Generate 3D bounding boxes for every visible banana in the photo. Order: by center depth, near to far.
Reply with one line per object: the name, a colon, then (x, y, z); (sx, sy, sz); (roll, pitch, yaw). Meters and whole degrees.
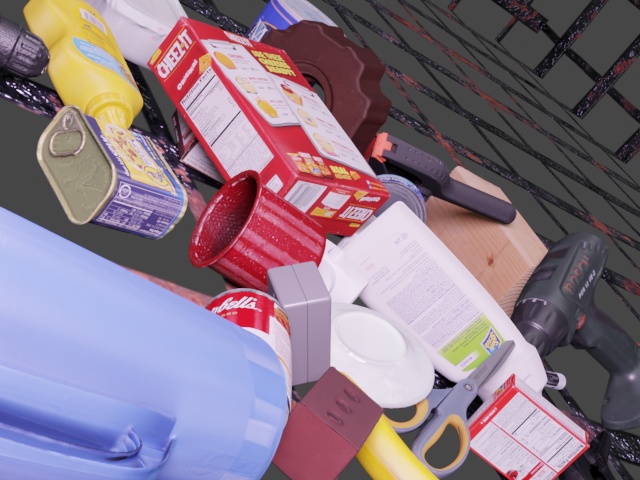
banana: (0.070, 0.177, 0.797); (0.198, 0.037, 0.069); (43, 15, 10)

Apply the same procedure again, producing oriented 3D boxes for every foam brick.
foam brick: (0.002, 0.133, 0.748); (0.053, 0.051, 0.078); (40, 20, 4)

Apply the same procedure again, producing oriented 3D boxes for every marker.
marker: (0.230, 0.147, 1.165); (0.120, 0.020, 0.020); (18, 29, -46)

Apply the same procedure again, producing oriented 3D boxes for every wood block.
wood block: (0.212, 0.012, 1.319); (0.090, 0.091, 0.206); (24, 26, -36)

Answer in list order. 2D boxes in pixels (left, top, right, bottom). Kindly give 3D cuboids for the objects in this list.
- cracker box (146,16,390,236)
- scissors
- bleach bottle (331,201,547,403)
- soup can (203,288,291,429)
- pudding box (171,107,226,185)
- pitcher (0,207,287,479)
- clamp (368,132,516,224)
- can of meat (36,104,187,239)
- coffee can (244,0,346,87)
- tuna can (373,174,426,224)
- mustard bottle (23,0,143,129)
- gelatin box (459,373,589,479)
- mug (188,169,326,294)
cracker box: (-0.050, -0.106, 1.033); (0.163, 0.072, 0.214); (6, 42, -55)
scissors: (0.106, 0.124, 0.917); (0.096, 0.016, 0.201); (30, 39, 3)
bleach bottle: (0.123, 0.085, 1.025); (0.251, 0.103, 0.068); (49, 10, 2)
soup can: (-0.054, 0.087, 0.725); (0.068, 0.069, 0.102); (33, 21, -17)
pudding box: (-0.093, -0.090, 1.079); (0.113, 0.039, 0.090); (27, 25, -30)
pitcher: (-0.131, 0.070, 0.544); (0.242, 0.145, 0.149); (27, 55, -38)
clamp: (0.109, -0.068, 1.233); (0.165, 0.036, 0.209); (3, -18, 42)
can of meat: (-0.164, -0.051, 0.846); (0.083, 0.057, 0.102); (17, 30, -51)
coffee can: (-0.050, -0.211, 1.263); (0.102, 0.140, 0.103); (34, 21, -15)
tuna can: (0.073, -0.029, 1.171); (0.086, 0.086, 0.033); (37, 19, -7)
mustard bottle: (-0.210, -0.152, 0.976); (0.096, 0.058, 0.192); (36, 16, -45)
gelatin box: (0.180, 0.173, 0.942); (0.089, 0.073, 0.030); (38, 20, -3)
mug: (-0.056, 0.001, 0.898); (0.081, 0.093, 0.117); (34, -16, -27)
